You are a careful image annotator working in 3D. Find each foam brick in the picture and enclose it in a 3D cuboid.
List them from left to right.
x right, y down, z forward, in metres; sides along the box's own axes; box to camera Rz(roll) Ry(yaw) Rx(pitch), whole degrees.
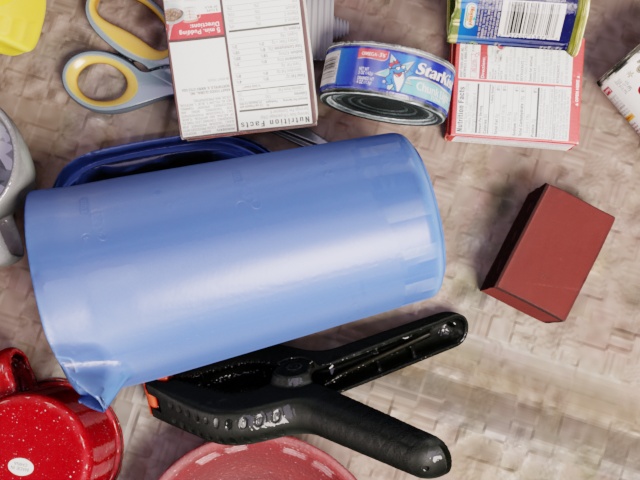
[{"bbox_3d":[0.148,0.009,0.698,0.051,0.053,0.078,28,84,2],"label":"foam brick"}]

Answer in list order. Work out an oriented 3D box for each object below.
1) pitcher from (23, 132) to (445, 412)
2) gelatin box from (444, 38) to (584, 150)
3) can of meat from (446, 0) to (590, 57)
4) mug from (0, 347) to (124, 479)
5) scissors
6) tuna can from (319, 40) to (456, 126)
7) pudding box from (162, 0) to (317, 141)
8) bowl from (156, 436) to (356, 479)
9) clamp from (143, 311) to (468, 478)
[{"bbox_3d":[-0.054,0.001,0.668,0.242,0.145,0.149,-13,97,-5],"label":"pitcher"},{"bbox_3d":[0.130,-0.101,0.720,0.089,0.030,0.073,4,86,0],"label":"gelatin box"},{"bbox_3d":[0.127,-0.169,0.697,0.084,0.057,0.102,5,49,2],"label":"can of meat"},{"bbox_3d":[-0.180,0.123,0.670,0.093,0.081,0.117,-17,85,-2],"label":"mug"},{"bbox_3d":[-0.091,-0.091,0.724,0.202,0.016,0.096,42,87,3],"label":"scissors"},{"bbox_3d":[0.043,-0.100,0.691,0.086,0.086,0.034,11,86,0],"label":"tuna can"},{"bbox_3d":[-0.051,-0.124,0.678,0.090,0.039,0.113,-6,108,1],"label":"pudding box"},{"bbox_3d":[-0.039,0.201,0.677,0.162,0.055,0.162,0,85,-1],"label":"bowl"},{"bbox_3d":[-0.007,0.089,0.671,0.210,0.164,0.036,-1,113,20],"label":"clamp"}]
